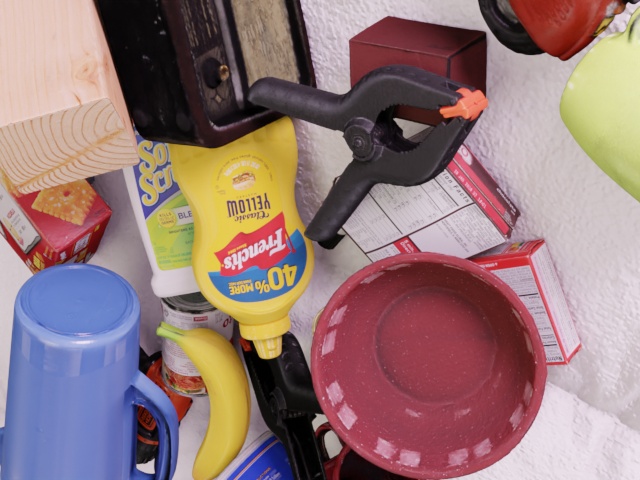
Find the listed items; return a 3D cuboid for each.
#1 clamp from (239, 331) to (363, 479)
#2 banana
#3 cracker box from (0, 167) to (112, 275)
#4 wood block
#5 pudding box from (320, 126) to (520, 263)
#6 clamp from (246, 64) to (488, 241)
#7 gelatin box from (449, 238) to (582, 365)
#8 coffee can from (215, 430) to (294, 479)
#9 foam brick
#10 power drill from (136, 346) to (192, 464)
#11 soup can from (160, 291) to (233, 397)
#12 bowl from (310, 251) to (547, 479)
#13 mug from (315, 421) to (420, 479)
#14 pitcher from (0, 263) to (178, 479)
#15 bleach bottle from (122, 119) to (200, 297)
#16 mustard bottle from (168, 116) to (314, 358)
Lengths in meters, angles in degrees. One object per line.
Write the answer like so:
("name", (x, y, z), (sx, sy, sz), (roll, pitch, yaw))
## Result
("clamp", (-0.021, 0.148, 0.887), (0.210, 0.036, 0.165), (-134, 42, -56))
("banana", (-0.095, 0.147, 0.962), (0.070, 0.037, 0.198), (3, 125, 14))
("cracker box", (-0.290, -0.069, 0.998), (0.214, 0.072, 0.164), (52, 158, 2))
("wood block", (-0.197, -0.151, 0.761), (0.090, 0.091, 0.206), (77, 178, -65))
("pudding box", (0.069, -0.023, 0.753), (0.114, 0.039, 0.090), (-27, 112, 40))
("clamp", (0.025, -0.076, 0.697), (0.172, 0.039, 0.120), (-26, 102, 39))
("gelatin box", (0.138, 0.047, 0.765), (0.073, 0.030, 0.089), (-10, 109, 42))
("coffee can", (-0.033, 0.263, 0.998), (0.140, 0.102, 0.103), (42, 136, 11))
("foam brick", (0.064, -0.112, 0.707), (0.078, 0.052, 0.051), (18, 127, 32))
("power drill", (-0.215, 0.133, 1.107), (0.188, 0.057, 0.185), (41, 135, 9))
("soup can", (-0.113, 0.083, 0.976), (0.069, 0.068, 0.102), (24, 130, 27))
("bowl", (0.077, 0.082, 0.748), (0.162, 0.055, 0.162), (3, 102, 12))
("mug", (0.028, 0.213, 0.928), (0.117, 0.093, 0.082), (60, 143, 10))
("pitcher", (-0.219, 0.145, 0.990), (0.145, 0.149, 0.243), (51, 142, 38))
("bleach bottle", (-0.127, -0.083, 0.873), (0.103, 0.068, 0.251), (-12, 109, 18))
("mustard bottle", (-0.055, 0.001, 0.836), (0.058, 0.096, 0.191), (-142, 41, -70))
